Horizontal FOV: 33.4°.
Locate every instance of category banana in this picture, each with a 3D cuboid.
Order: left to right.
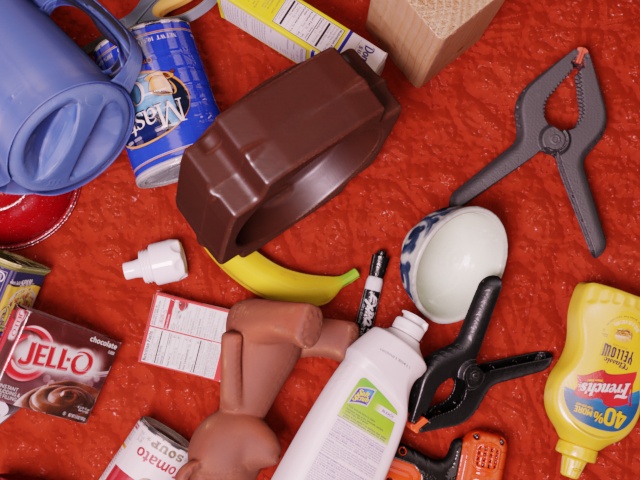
[{"bbox_3d":[-0.062,0.018,1.086,0.198,0.037,0.069,28,68,0],"label":"banana"}]

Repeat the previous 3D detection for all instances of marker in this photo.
[{"bbox_3d":[0.049,0.069,1.090,0.020,0.020,0.121,14,86,0],"label":"marker"}]

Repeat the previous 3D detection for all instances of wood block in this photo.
[{"bbox_3d":[0.109,-0.225,1.017,0.091,0.206,0.090,-39,87,-3],"label":"wood block"}]

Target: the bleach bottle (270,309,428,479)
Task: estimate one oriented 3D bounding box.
[{"bbox_3d":[0.035,0.184,1.001,0.102,0.068,0.250,34,80,-17],"label":"bleach bottle"}]

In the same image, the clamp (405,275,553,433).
[{"bbox_3d":[0.154,0.132,1.059,0.120,0.039,0.171,43,84,-16],"label":"clamp"}]

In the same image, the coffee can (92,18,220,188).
[{"bbox_3d":[-0.155,-0.135,1.060,0.103,0.103,0.140,-19,86,-2],"label":"coffee can"}]

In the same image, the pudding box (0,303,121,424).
[{"bbox_3d":[-0.263,0.121,1.044,0.113,0.039,0.090,27,86,-43],"label":"pudding box"}]

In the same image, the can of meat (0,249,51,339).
[{"bbox_3d":[-0.318,0.055,1.047,0.057,0.102,0.084,21,89,10],"label":"can of meat"}]

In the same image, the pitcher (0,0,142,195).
[{"bbox_3d":[-0.287,-0.173,1.020,0.149,0.145,0.243,-23,59,-36],"label":"pitcher"}]

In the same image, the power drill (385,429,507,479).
[{"bbox_3d":[0.083,0.266,1.059,0.187,0.057,0.184,13,82,-3],"label":"power drill"}]

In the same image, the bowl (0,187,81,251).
[{"bbox_3d":[-0.325,-0.071,1.078,0.162,0.055,0.162,0,86,-1],"label":"bowl"}]

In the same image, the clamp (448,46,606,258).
[{"bbox_3d":[0.245,-0.092,1.094,0.164,0.036,0.210,25,86,2],"label":"clamp"}]

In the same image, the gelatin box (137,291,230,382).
[{"bbox_3d":[-0.133,0.097,1.081,0.089,0.030,0.073,14,87,1],"label":"gelatin box"}]

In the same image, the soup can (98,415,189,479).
[{"bbox_3d":[-0.177,0.233,1.052,0.068,0.068,0.102,33,86,2],"label":"soup can"}]

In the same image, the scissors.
[{"bbox_3d":[-0.198,-0.237,1.106,0.202,0.016,0.096,-15,56,16],"label":"scissors"}]

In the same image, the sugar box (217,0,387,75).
[{"bbox_3d":[-0.019,-0.208,1.072,0.176,0.093,0.048,30,86,1],"label":"sugar box"}]

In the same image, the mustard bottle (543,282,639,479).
[{"bbox_3d":[0.276,0.144,1.067,0.096,0.058,0.191,19,87,-9],"label":"mustard bottle"}]
